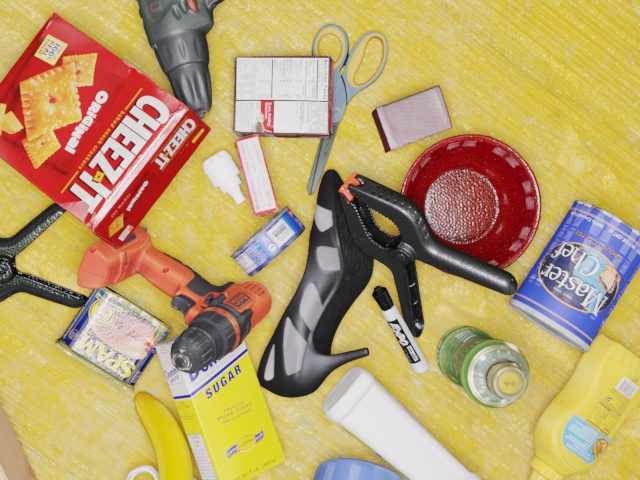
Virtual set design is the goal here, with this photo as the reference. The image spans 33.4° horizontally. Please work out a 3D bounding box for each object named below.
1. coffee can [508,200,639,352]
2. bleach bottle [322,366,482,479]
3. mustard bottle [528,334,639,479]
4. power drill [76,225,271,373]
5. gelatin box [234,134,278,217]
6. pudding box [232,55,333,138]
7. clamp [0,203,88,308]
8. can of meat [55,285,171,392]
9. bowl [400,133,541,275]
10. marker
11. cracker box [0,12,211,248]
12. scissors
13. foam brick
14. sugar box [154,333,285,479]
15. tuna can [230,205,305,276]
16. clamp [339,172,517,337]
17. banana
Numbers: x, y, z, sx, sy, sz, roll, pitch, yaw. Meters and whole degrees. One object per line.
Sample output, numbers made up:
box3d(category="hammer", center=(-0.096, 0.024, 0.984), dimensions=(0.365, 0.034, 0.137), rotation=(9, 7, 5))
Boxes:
box3d(category="coffee can", center=(0.293, 0.040, 1.205), dimensions=(0.103, 0.103, 0.140), rotation=(33, 89, -4))
box3d(category="bleach bottle", center=(0.117, 0.247, 1.196), dimensions=(0.251, 0.102, 0.068), rotation=(41, 86, -3))
box3d(category="mustard bottle", center=(0.300, 0.208, 1.225), dimensions=(0.096, 0.058, 0.191), rotation=(36, 89, -35))
box3d(category="power drill", center=(-0.162, 0.061, 1.136), dimensions=(0.188, 0.184, 0.057), rotation=(29, 114, 11))
box3d(category="gelatin box", center=(-0.071, -0.071, 1.193), dimensions=(0.030, 0.073, 0.089), rotation=(-16, 92, -4))
box3d(category="pudding box", center=(-0.042, -0.162, 1.204), dimensions=(0.113, 0.039, 0.090), rotation=(2, 90, 5))
box3d(category="clamp", center=(-0.348, 0.019, 1.193), dimensions=(0.171, 0.039, 0.120), rotation=(-2, 91, -8))
box3d(category="can of meat", center=(-0.229, 0.106, 1.190), dimensions=(0.102, 0.057, 0.084), rotation=(35, 85, -14))
box3d(category="bowl", center=(0.166, -0.039, 1.219), dimensions=(0.162, 0.055, 0.162), rotation=(0, 91, -4))
box3d(category="marker", center=(0.090, 0.100, 1.214), dimensions=(0.020, 0.020, 0.121), rotation=(-31, 114, -3))
box3d(category="cracker box", center=(-0.251, -0.120, 1.141), dimensions=(0.214, 0.072, 0.164), rotation=(36, 88, 23))
box3d(category="scissors", center=(0.004, -0.161, 1.226), dimensions=(0.096, 0.016, 0.202), rotation=(33, 89, -2))
box3d(category="foam brick", center=(0.104, -0.137, 1.215), dimensions=(0.078, 0.053, 0.051), rotation=(-21, 92, -2))
box3d(category="sugar box", center=(-0.110, 0.181, 1.190), dimensions=(0.093, 0.048, 0.176), rotation=(-22, 96, -39))
box3d(category="tuna can", center=(-0.058, 0.001, 1.189), dimensions=(0.086, 0.086, 0.034), rotation=(-42, 95, -2))
box3d(category="clamp", center=(0.105, 0.009, 1.160), dimensions=(0.210, 0.165, 0.036), rotation=(52, 44, -15))
box3d(category="banana", center=(-0.173, 0.249, 1.159), dimensions=(0.069, 0.037, 0.198), rotation=(3, 50, -8))
